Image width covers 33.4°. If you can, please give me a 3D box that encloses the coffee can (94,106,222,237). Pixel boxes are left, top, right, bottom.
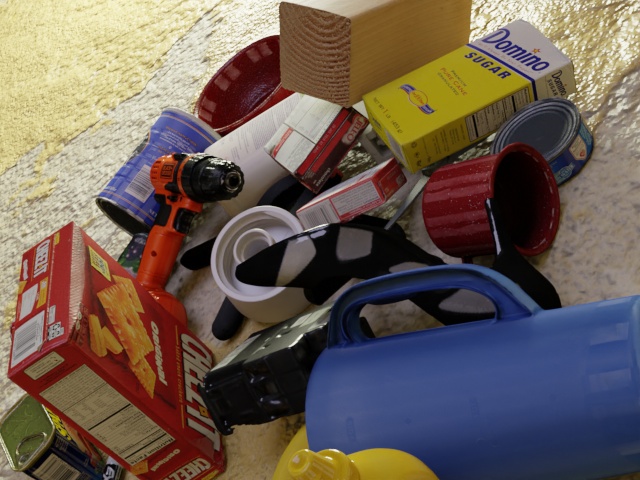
[{"bbox_3d":[-0.183,-0.072,1.261,0.103,0.102,0.140,12,63,52],"label":"coffee can"}]

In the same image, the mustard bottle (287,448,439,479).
[{"bbox_3d":[0.043,0.184,0.665,0.096,0.191,0.058,-45,33,-2],"label":"mustard bottle"}]

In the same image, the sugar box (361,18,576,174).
[{"bbox_3d":[0.137,-0.137,0.993,0.176,0.048,0.093,-29,45,-4],"label":"sugar box"}]

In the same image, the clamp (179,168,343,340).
[{"bbox_3d":[-0.057,0.001,1.108,0.210,0.036,0.164,-41,35,12],"label":"clamp"}]

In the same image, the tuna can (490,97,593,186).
[{"bbox_3d":[0.195,-0.083,0.938,0.086,0.033,0.086,-28,37,23],"label":"tuna can"}]

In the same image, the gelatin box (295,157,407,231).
[{"bbox_3d":[0.031,-0.040,1.004,0.089,0.030,0.073,-24,8,25],"label":"gelatin box"}]

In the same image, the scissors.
[{"bbox_3d":[0.100,-0.071,1.008,0.201,0.016,0.096,-43,24,-20],"label":"scissors"}]

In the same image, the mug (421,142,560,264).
[{"bbox_3d":[0.140,-0.017,0.888,0.082,0.093,0.117,-9,83,47],"label":"mug"}]

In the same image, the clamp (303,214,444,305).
[{"bbox_3d":[0.051,0.011,0.955,0.120,0.039,0.171,-1,22,6],"label":"clamp"}]

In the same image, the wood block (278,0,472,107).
[{"bbox_3d":[0.059,-0.215,1.073,0.090,0.091,0.205,22,37,34],"label":"wood block"}]

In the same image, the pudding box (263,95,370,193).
[{"bbox_3d":[-0.006,-0.105,1.081,0.090,0.039,0.114,-52,27,2],"label":"pudding box"}]

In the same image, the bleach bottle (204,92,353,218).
[{"bbox_3d":[-0.010,-0.127,1.178,0.251,0.068,0.102,-32,38,13],"label":"bleach bottle"}]

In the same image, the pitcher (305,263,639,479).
[{"bbox_3d":[0.117,0.102,0.725,0.243,0.149,0.145,-16,42,30],"label":"pitcher"}]

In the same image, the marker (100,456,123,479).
[{"bbox_3d":[-0.203,0.235,1.024,0.020,0.020,0.121,-20,40,31],"label":"marker"}]

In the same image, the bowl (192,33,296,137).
[{"bbox_3d":[-0.078,-0.176,1.306,0.162,0.055,0.162,-28,37,23],"label":"bowl"}]

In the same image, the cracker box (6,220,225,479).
[{"bbox_3d":[-0.177,0.108,0.958,0.072,0.213,0.164,-32,35,14],"label":"cracker box"}]

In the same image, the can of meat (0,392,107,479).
[{"bbox_3d":[-0.264,0.208,1.058,0.057,0.083,0.102,-47,33,-5],"label":"can of meat"}]

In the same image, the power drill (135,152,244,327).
[{"bbox_3d":[-0.148,-0.001,1.120,0.185,0.057,0.187,11,83,62],"label":"power drill"}]
